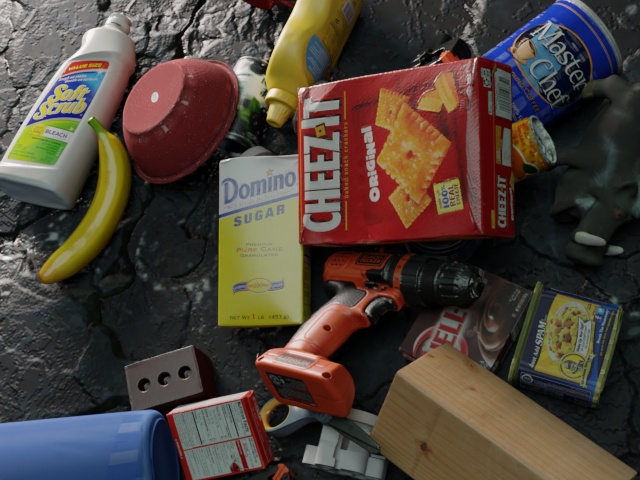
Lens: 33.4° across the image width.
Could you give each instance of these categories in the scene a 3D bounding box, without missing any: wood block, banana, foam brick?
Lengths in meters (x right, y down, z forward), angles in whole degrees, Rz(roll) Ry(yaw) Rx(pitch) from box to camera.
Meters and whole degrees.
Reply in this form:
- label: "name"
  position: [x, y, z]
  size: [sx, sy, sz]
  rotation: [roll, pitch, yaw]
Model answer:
- label: "wood block"
  position: [0.157, 0.192, 0.943]
  size: [0.206, 0.090, 0.091]
  rotation: [34, 121, 25]
- label: "banana"
  position: [-0.255, -0.037, 1.198]
  size: [0.069, 0.037, 0.198]
  rotation: [17, 75, -9]
- label: "foam brick"
  position: [-0.150, 0.148, 1.085]
  size: [0.078, 0.051, 0.053]
  rotation: [-18, 63, 6]

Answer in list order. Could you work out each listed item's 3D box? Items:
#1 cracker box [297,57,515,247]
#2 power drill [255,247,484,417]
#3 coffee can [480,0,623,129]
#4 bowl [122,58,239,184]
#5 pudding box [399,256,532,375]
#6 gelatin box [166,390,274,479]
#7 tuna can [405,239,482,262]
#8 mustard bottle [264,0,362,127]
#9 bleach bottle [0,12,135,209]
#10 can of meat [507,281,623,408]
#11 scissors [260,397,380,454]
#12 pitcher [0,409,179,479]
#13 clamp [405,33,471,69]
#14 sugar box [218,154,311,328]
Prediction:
- label: "cracker box"
  position: [0.077, -0.079, 1.029]
  size: [0.214, 0.071, 0.164]
  rotation: [-3, 85, 38]
- label: "power drill"
  position: [0.042, 0.081, 1.008]
  size: [0.185, 0.057, 0.187]
  rotation: [3, 40, 44]
- label: "coffee can"
  position: [0.224, -0.170, 1.104]
  size: [0.140, 0.102, 0.103]
  rotation: [-36, 62, -3]
- label: "bowl"
  position: [-0.169, -0.146, 1.192]
  size: [0.162, 0.055, 0.162]
  rotation: [-21, 53, 30]
- label: "pudding box"
  position: [0.144, 0.084, 1.043]
  size: [0.090, 0.039, 0.113]
  rotation: [26, 74, 25]
- label: "gelatin box"
  position: [-0.097, 0.191, 1.038]
  size: [0.089, 0.030, 0.073]
  rotation: [-15, 95, 19]
- label: "tuna can"
  position: [0.124, -0.018, 1.098]
  size: [0.086, 0.033, 0.086]
  rotation: [-6, 64, 12]
- label: "mustard bottle"
  position: [-0.014, -0.210, 1.190]
  size: [0.058, 0.096, 0.191]
  rotation: [16, 71, 21]
- label: "bleach bottle"
  position: [-0.290, -0.162, 1.262]
  size: [0.103, 0.068, 0.250]
  rotation: [11, 67, 19]
- label: "can of meat"
  position: [0.231, 0.099, 1.003]
  size: [0.084, 0.057, 0.102]
  rotation: [15, 71, 18]
- label: "scissors"
  position: [-0.008, 0.174, 1.000]
  size: [0.096, 0.016, 0.202]
  rotation: [-50, 28, 7]
- label: "pitcher"
  position: [-0.264, 0.244, 1.039]
  size: [0.243, 0.149, 0.145]
  rotation: [-9, 49, 7]
- label: "clamp"
  position: [0.120, -0.187, 1.127]
  size: [0.039, 0.172, 0.120]
  rotation: [46, 77, -16]
- label: "sugar box"
  position: [-0.058, 0.001, 1.106]
  size: [0.093, 0.048, 0.176]
  rotation: [-3, 84, 12]
